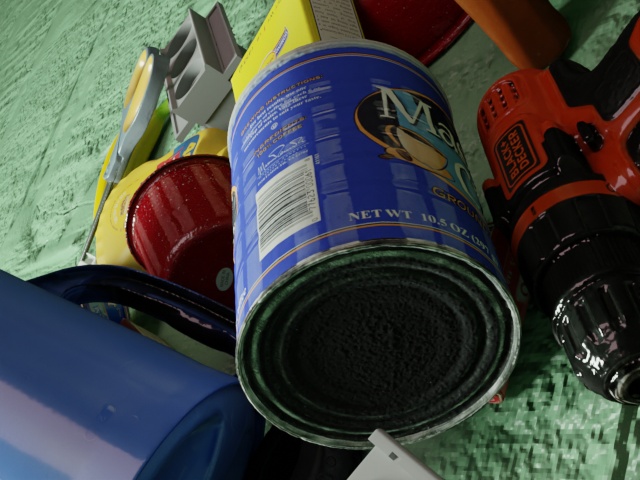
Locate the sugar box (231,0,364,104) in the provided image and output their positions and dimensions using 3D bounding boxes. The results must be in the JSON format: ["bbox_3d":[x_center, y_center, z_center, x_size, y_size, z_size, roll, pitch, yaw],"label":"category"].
[{"bbox_3d":[-0.004,-0.058,0.596,0.093,0.048,0.176,-55,34,39],"label":"sugar box"}]

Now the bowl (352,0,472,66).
[{"bbox_3d":[0.051,-0.177,0.662,0.162,0.055,0.162,-40,33,33],"label":"bowl"}]

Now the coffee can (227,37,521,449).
[{"bbox_3d":[0.015,-0.003,0.430,0.103,0.102,0.140,-46,30,27],"label":"coffee can"}]

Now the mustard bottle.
[{"bbox_3d":[-0.092,-0.028,0.756,0.192,0.058,0.096,-21,48,51],"label":"mustard bottle"}]

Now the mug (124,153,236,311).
[{"bbox_3d":[-0.054,0.001,0.646,0.117,0.093,0.081,-24,33,-8],"label":"mug"}]

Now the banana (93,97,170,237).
[{"bbox_3d":[-0.169,-0.049,0.932,0.070,0.037,0.197,-36,35,40],"label":"banana"}]

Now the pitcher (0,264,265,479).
[{"bbox_3d":[-0.152,0.076,0.549,0.243,0.149,0.145,25,98,22],"label":"pitcher"}]

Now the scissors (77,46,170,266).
[{"bbox_3d":[-0.164,-0.074,0.871,0.202,0.016,0.096,-59,24,33],"label":"scissors"}]

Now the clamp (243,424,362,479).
[{"bbox_3d":[-0.018,0.141,0.483,0.120,0.039,0.171,1,65,59],"label":"clamp"}]
